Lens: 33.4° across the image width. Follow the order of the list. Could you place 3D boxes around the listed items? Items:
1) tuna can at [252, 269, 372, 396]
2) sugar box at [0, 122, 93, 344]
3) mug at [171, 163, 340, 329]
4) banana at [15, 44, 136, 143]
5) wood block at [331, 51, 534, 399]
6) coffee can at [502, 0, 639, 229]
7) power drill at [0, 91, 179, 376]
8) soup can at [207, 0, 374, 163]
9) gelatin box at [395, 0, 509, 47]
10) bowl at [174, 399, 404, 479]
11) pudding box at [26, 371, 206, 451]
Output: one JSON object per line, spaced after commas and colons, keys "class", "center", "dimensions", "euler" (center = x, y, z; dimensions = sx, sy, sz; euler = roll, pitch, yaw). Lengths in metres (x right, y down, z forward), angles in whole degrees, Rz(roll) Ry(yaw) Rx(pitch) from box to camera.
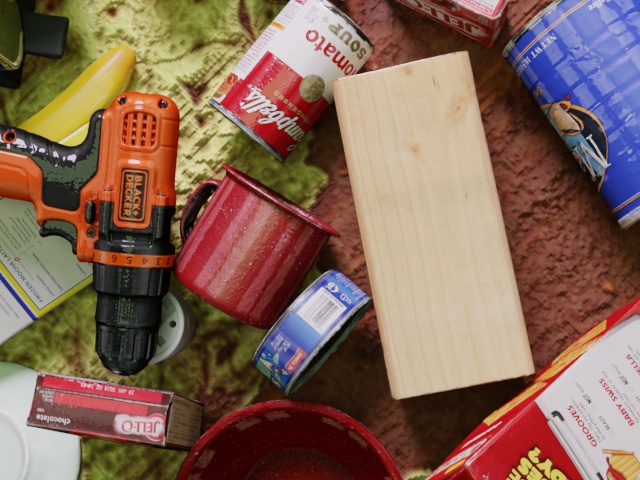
{"class": "tuna can", "center": [-0.005, 0.060, 0.708], "dimensions": [0.034, 0.086, 0.086], "euler": [41, 90, 10]}
{"class": "sugar box", "center": [-0.203, 0.002, 0.746], "dimensions": [0.176, 0.048, 0.093], "euler": [-32, 104, 5]}
{"class": "mug", "center": [-0.055, 0.001, 0.724], "dimensions": [0.117, 0.093, 0.081], "euler": [34, 94, 34]}
{"class": "banana", "center": [-0.217, -0.077, 0.770], "dimensions": [0.198, 0.037, 0.069], "euler": [-21, 84, 4]}
{"class": "wood block", "center": [0.073, -0.006, 0.703], "dimensions": [0.090, 0.091, 0.206], "euler": [-12, 84, 6]}
{"class": "coffee can", "center": [0.200, -0.093, 0.689], "dimensions": [0.103, 0.103, 0.140], "euler": [-33, 82, 3]}
{"class": "power drill", "center": [-0.187, -0.010, 0.689], "dimensions": [0.187, 0.057, 0.184], "euler": [6, 92, -4]}
{"class": "soup can", "center": [-0.020, -0.113, 0.734], "dimensions": [0.068, 0.068, 0.102], "euler": [40, 91, 8]}
{"class": "gelatin box", "center": [0.085, -0.169, 0.725], "dimensions": [0.089, 0.073, 0.030], "euler": [29, 90, 7]}
{"class": "bowl", "center": [-0.018, 0.186, 0.714], "dimensions": [0.162, 0.055, 0.162], "euler": [-1, 85, 7]}
{"class": "pudding box", "center": [-0.130, 0.115, 0.704], "dimensions": [0.090, 0.113, 0.039], "euler": [8, 80, 7]}
